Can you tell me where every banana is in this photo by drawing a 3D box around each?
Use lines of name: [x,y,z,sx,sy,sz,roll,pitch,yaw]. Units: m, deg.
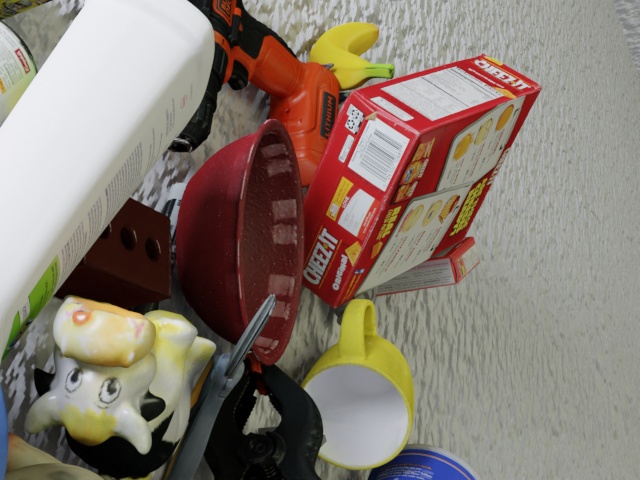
banana: [0.024,-0.162,0.946,0.198,0.069,0.037,-93,-173,-67]

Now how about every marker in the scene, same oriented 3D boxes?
marker: [-0.101,0.012,0.678,0.020,0.020,0.121,55,33,-38]

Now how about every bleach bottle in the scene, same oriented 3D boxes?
bleach bottle: [-0.138,-0.003,0.486,0.250,0.068,0.103,-61,179,-27]

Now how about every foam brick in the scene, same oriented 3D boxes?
foam brick: [-0.126,0.004,0.595,0.078,0.051,0.053,30,52,-56]

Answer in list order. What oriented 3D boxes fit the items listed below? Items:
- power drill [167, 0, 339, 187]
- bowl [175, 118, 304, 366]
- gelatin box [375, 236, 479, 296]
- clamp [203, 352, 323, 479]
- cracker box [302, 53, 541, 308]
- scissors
power drill: [-0.054,-0.113,0.787,0.187,0.057,0.184,43,46,-51]
bowl: [-0.055,0.001,0.706,0.162,0.055,0.162,1,90,-77]
gelatin box: [0.093,0.025,0.981,0.073,0.089,0.030,-30,107,-63]
clamp: [-0.026,0.143,0.667,0.039,0.120,0.171,88,5,-47]
cracker box: [0.074,-0.055,0.861,0.213,0.072,0.164,-25,146,-51]
scissors: [-0.060,0.093,0.594,0.202,0.016,0.096,134,-24,-71]
